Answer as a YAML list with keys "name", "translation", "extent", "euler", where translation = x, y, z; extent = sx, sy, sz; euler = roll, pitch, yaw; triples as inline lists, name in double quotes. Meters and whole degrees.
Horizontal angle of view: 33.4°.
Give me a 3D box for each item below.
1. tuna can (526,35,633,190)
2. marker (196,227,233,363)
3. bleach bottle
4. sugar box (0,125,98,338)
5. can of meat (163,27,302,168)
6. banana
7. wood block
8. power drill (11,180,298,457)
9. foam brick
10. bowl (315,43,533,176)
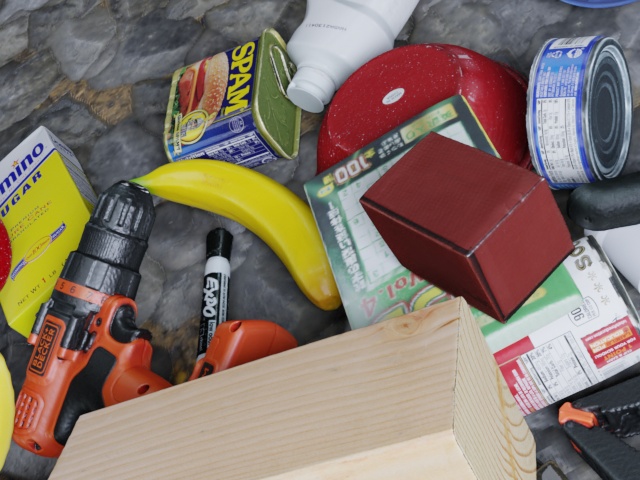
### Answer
- name: "tuna can"
  translation: [0.146, -0.071, 0.596]
  extent: [0.034, 0.086, 0.086]
  euler: [2, 57, 33]
- name: "marker"
  translation: [-0.069, 0.040, 0.696]
  extent: [0.020, 0.020, 0.121]
  euler: [-18, 48, 21]
- name: "bleach bottle"
  translation: [0.035, -0.204, 0.795]
  extent: [0.103, 0.068, 0.250]
  euler: [10, 64, 39]
- name: "sugar box"
  translation: [-0.211, -0.008, 0.809]
  extent: [0.093, 0.048, 0.176]
  euler: [-42, 46, 2]
- name: "can of meat"
  translation: [-0.063, -0.095, 0.776]
  extent: [0.084, 0.057, 0.102]
  euler: [-17, 48, 24]
- name: "banana"
  translation: [-0.046, -0.013, 0.704]
  extent: [0.198, 0.037, 0.069]
  euler: [25, 62, 33]
- name: "wood block"
  translation: [-0.017, 0.112, 0.477]
  extent: [0.206, 0.090, 0.090]
  euler: [-19, 26, 21]
- name: "power drill"
  translation: [-0.102, 0.063, 0.645]
  extent: [0.188, 0.057, 0.184]
  euler: [15, 86, 43]
- name: "foam brick"
  translation: [0.068, -0.007, 0.500]
  extent: [0.051, 0.053, 0.078]
  euler: [-45, 42, -12]
- name: "bowl"
  translation: [0.057, -0.073, 0.679]
  extent: [0.162, 0.055, 0.162]
  euler: [-18, 47, 20]
